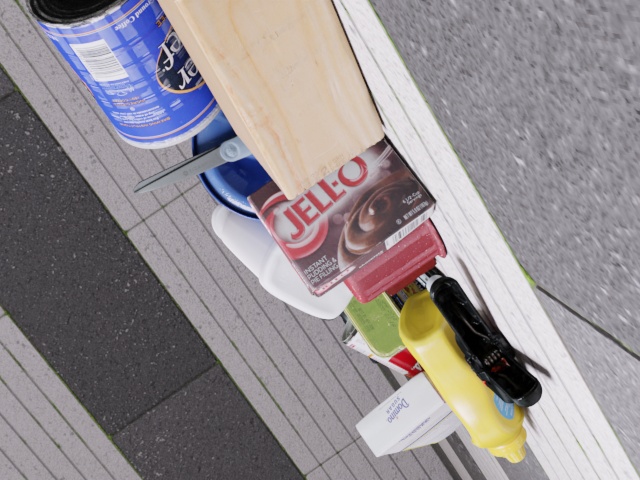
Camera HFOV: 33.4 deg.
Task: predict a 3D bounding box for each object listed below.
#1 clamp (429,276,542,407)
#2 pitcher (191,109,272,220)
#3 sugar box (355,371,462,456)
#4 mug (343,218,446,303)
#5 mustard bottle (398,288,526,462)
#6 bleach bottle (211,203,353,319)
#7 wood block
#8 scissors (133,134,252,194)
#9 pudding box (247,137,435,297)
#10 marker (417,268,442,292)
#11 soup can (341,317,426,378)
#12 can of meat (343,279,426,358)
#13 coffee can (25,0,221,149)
[{"bbox_3d":[0.144,0.101,0.871,0.120,0.039,0.171,59,-175,29],"label":"clamp"},{"bbox_3d":[-0.053,-0.093,1.006,0.243,0.145,0.149,-135,37,-88],"label":"pitcher"},{"bbox_3d":[0.113,0.177,1.116,0.048,0.093,0.176,55,-164,22],"label":"sugar box"},{"bbox_3d":[0.045,-0.003,0.875,0.093,0.081,0.117,55,177,4],"label":"mug"},{"bbox_3d":[0.144,0.138,1.011,0.191,0.058,0.096,56,-165,-21],"label":"mustard bottle"},{"bbox_3d":[-0.057,0.001,1.083,0.102,0.068,0.251,31,180,-30],"label":"bleach bottle"},{"bbox_3d":[-0.038,-0.135,0.722,0.091,0.090,0.206,53,175,37],"label":"wood block"},{"bbox_3d":[-0.068,-0.094,0.866,0.016,0.202,0.096,-62,-36,-69],"label":"scissors"},{"bbox_3d":[0.016,-0.025,0.801,0.090,0.113,0.039,54,176,15],"label":"pudding box"},{"bbox_3d":[0.092,0.025,1.014,0.020,0.020,0.121,57,176,-25],"label":"marker"},{"bbox_3d":[0.082,0.103,1.148,0.102,0.068,0.068,28,180,-7],"label":"soup can"},{"bbox_3d":[0.069,0.061,1.067,0.102,0.058,0.083,55,-150,9],"label":"can of meat"},{"bbox_3d":[-0.142,-0.151,0.805,0.103,0.103,0.140,53,176,38],"label":"coffee can"}]
